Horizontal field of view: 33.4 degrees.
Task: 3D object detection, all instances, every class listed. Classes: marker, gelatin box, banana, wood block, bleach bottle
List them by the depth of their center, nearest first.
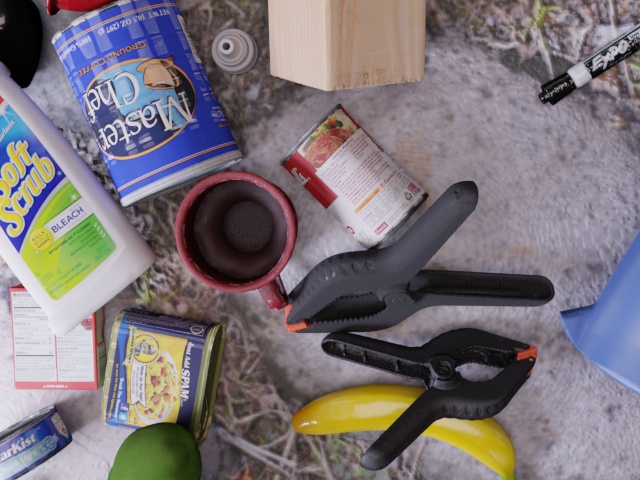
[{"bbox_3d":[0.019,-0.222,0.782,0.090,0.091,0.206,-11,110,-27],"label":"wood block"},{"bbox_3d":[-0.242,-0.053,0.824,0.102,0.068,0.251,-39,97,-2],"label":"bleach bottle"},{"bbox_3d":[0.226,-0.144,0.842,0.121,0.020,0.020,-33,92,7],"label":"marker"},{"bbox_3d":[0.077,0.153,0.871,0.198,0.037,0.069,18,94,3],"label":"banana"},{"bbox_3d":[-0.219,0.080,0.894,0.073,0.030,0.089,-1,94,6],"label":"gelatin box"}]

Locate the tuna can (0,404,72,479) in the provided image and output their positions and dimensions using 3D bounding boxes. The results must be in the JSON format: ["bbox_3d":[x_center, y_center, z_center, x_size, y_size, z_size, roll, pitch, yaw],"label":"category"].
[{"bbox_3d":[-0.248,0.171,0.876,0.086,0.086,0.034,-28,94,6],"label":"tuna can"}]

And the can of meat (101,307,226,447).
[{"bbox_3d":[-0.129,0.110,0.876,0.084,0.057,0.102,10,96,5],"label":"can of meat"}]

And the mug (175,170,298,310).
[{"bbox_3d":[-0.056,0.001,0.847,0.093,0.081,0.117,-29,92,7],"label":"mug"}]

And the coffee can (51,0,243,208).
[{"bbox_3d":[-0.134,-0.109,0.834,0.103,0.103,0.140,-23,93,6],"label":"coffee can"}]

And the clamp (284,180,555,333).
[{"bbox_3d":[0.060,0.025,0.822,0.210,0.164,0.036,-15,52,19],"label":"clamp"}]

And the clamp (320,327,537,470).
[{"bbox_3d":[0.091,0.119,0.837,0.171,0.039,0.120,-5,59,-5],"label":"clamp"}]

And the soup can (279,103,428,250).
[{"bbox_3d":[0.027,-0.049,0.843,0.102,0.068,0.068,45,97,-1],"label":"soup can"}]
